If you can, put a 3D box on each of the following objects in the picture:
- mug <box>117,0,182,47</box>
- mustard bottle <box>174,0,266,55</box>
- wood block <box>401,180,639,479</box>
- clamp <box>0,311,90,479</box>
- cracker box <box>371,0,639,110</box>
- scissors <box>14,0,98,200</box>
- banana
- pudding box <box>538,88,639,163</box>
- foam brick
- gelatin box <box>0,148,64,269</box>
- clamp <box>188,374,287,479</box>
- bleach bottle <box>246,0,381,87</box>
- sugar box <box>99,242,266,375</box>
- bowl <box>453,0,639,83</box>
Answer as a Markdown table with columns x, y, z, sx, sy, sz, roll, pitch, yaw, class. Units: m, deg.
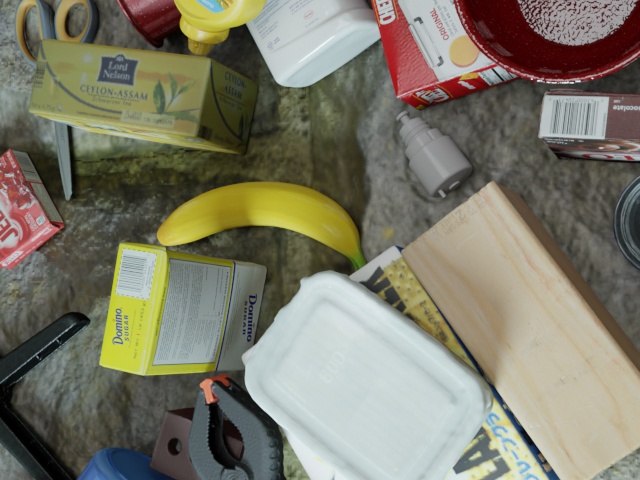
| x | y | z | sx | sy | sz | roll | pitch | yaw | class |
| --- | --- | --- | --- | --- | --- | --- | --- | --- | --- |
| -0.131 | -0.235 | 0.934 | 0.081 | 0.093 | 0.117 | -27 | 40 | 12 | mug |
| -0.075 | -0.224 | 0.827 | 0.096 | 0.058 | 0.192 | 44 | 136 | 22 | mustard bottle |
| 0.161 | 0.067 | 0.780 | 0.090 | 0.090 | 0.206 | -39 | 73 | 14 | wood block |
| -0.300 | 0.153 | 0.981 | 0.210 | 0.036 | 0.164 | -6 | 82 | 23 | clamp |
| 0.147 | -0.212 | 0.824 | 0.214 | 0.072 | 0.164 | -17 | 79 | 20 | cracker box |
| -0.231 | -0.147 | 0.995 | 0.096 | 0.016 | 0.202 | -27 | 76 | 17 | scissors |
| -0.049 | -0.016 | 0.899 | 0.198 | 0.037 | 0.069 | 10 | 87 | 22 | banana |
| 0.222 | -0.080 | 0.772 | 0.114 | 0.090 | 0.039 | 7 | 86 | 22 | pudding box |
| -0.092 | 0.177 | 0.889 | 0.078 | 0.051 | 0.053 | 17 | 91 | 22 | foam brick |
| -0.291 | -0.029 | 0.999 | 0.073 | 0.030 | 0.089 | -36 | 73 | 15 | gelatin box |
| -0.064 | 0.193 | 0.831 | 0.120 | 0.039 | 0.171 | -30 | 75 | 15 | clamp |
| -0.045 | -0.259 | 0.893 | 0.103 | 0.068 | 0.251 | -31 | 79 | 27 | bleach bottle |
| -0.103 | 0.056 | 0.839 | 0.048 | 0.176 | 0.093 | 9 | 88 | 20 | sugar box |
| 0.175 | -0.184 | 0.740 | 0.162 | 0.055 | 0.162 | -1 | 87 | 22 | bowl |
